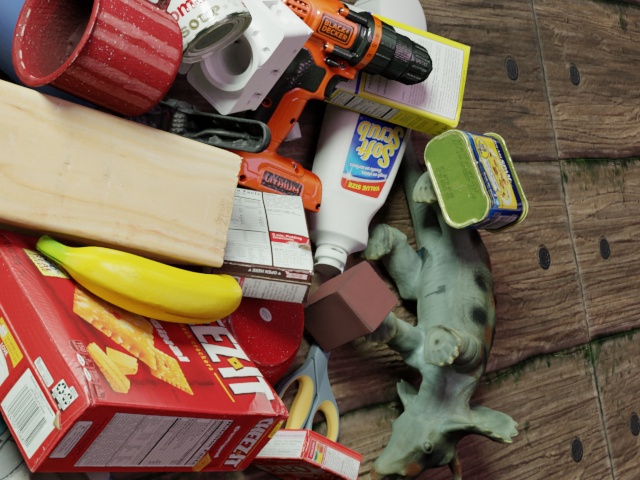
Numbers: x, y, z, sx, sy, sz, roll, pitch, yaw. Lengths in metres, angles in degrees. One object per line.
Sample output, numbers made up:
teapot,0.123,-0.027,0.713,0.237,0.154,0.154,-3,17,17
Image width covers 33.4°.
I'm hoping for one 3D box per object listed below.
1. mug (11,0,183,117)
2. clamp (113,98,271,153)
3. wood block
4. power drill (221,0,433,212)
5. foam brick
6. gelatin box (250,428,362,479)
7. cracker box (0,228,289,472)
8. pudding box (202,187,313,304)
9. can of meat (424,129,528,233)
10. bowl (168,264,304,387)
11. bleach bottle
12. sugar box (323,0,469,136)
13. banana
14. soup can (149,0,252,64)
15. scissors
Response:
mug,-0.142,-0.144,0.722,0.081,0.093,0.117,22,105,-46
clamp,-0.121,-0.096,0.855,0.120,0.172,0.039,18,88,-25
wood block,-0.169,-0.043,0.766,0.205,0.091,0.090,15,82,-41
power drill,-0.001,-0.125,0.978,0.184,0.057,0.188,19,99,-27
foam brick,0.024,0.063,1.009,0.053,0.078,0.051,52,51,-7
gelatin box,-0.020,0.192,0.942,0.073,0.089,0.030,34,59,-38
cracker box,-0.141,0.082,0.762,0.213,0.072,0.164,17,29,-54
pudding box,-0.056,0.001,0.915,0.090,0.039,0.113,7,36,-14
can of meat,0.155,-0.059,1.068,0.083,0.058,0.102,0,68,-55
bowl,-0.065,0.067,0.946,0.161,0.055,0.162,13,72,-45
bleach bottle,0.041,-0.080,1.090,0.102,0.068,0.250,31,62,-34
sugar box,0.057,-0.171,1.055,0.176,0.048,0.093,15,71,-15
banana,-0.109,0.031,0.769,0.197,0.037,0.070,21,22,-52
soup can,-0.106,-0.195,0.816,0.068,0.069,0.102,-29,85,-47
scissors,0.008,0.124,1.042,0.096,0.016,0.201,53,48,-25
